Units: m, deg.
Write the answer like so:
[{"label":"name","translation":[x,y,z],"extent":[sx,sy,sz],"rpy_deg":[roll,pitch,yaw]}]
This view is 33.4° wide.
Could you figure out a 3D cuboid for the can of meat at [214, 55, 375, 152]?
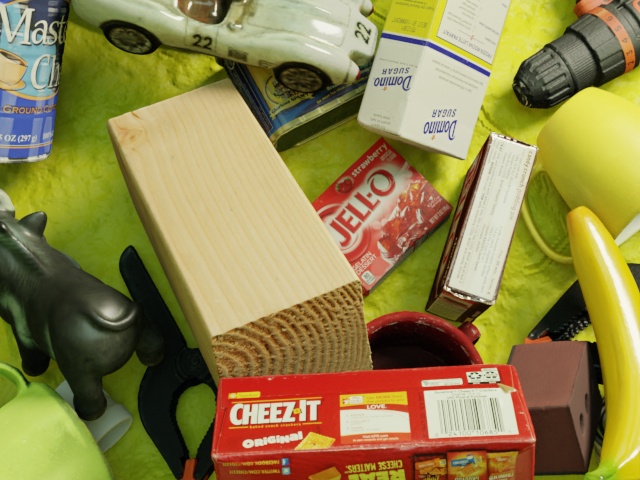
[{"label":"can of meat","translation":[-0.012,-0.121,0.764],"extent":[0.102,0.057,0.084],"rpy_deg":[-28,80,-7]}]

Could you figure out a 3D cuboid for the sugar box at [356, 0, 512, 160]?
[{"label":"sugar box","translation":[0.086,-0.150,0.727],"extent":[0.048,0.093,0.176],"rpy_deg":[22,96,37]}]

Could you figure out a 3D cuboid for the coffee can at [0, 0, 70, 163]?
[{"label":"coffee can","translation":[-0.223,-0.132,0.714],"extent":[0.103,0.102,0.140],"rpy_deg":[12,105,2]}]

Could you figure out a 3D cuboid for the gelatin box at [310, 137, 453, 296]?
[{"label":"gelatin box","translation":[0.037,-0.016,0.752],"extent":[0.089,0.030,0.073],"rpy_deg":[-43,80,-10]}]

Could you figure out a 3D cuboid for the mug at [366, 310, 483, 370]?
[{"label":"mug","translation":[0.061,0.097,0.693],"extent":[0.093,0.081,0.117],"rpy_deg":[40,64,14]}]

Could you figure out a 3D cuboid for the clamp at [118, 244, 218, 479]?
[{"label":"clamp","translation":[-0.073,0.078,0.723],"extent":[0.120,0.039,0.171],"rpy_deg":[-9,76,8]}]

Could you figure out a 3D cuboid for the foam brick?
[{"label":"foam brick","translation":[0.144,0.105,0.675],"extent":[0.051,0.078,0.053],"rpy_deg":[-9,113,26]}]

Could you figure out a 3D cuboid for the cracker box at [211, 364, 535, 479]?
[{"label":"cracker box","translation":[0.033,0.172,0.609],"extent":[0.164,0.214,0.072],"rpy_deg":[-4,33,2]}]

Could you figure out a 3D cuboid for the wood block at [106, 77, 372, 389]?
[{"label":"wood block","translation":[-0.055,0.001,0.667],"extent":[0.090,0.090,0.206],"rpy_deg":[-22,47,-12]}]

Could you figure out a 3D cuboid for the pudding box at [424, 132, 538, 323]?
[{"label":"pudding box","translation":[0.107,-0.006,0.719],"extent":[0.039,0.090,0.113],"rpy_deg":[16,77,3]}]
